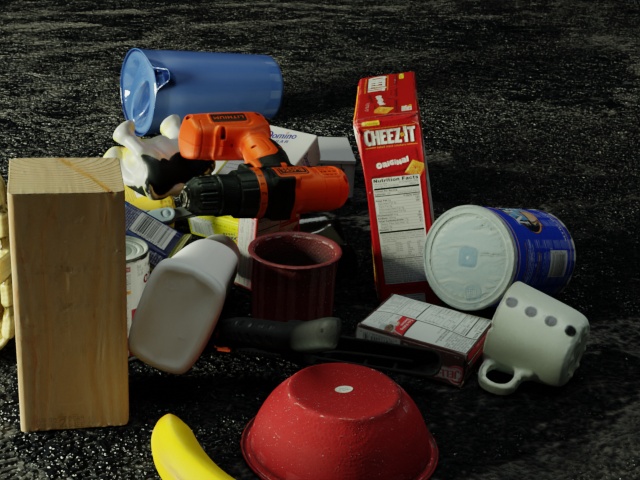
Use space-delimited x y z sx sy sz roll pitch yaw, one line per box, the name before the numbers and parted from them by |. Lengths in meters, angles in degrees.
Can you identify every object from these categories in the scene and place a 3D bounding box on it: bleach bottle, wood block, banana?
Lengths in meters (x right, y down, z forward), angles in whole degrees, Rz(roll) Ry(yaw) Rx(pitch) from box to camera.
bleach bottle | -0.114 0.039 1.019 0.068 0.103 0.250 25 14 -1
wood block | -0.205 0.043 0.878 0.090 0.206 0.091 -2 22 -13
banana | -0.074 0.181 0.789 0.198 0.037 0.069 23 12 38

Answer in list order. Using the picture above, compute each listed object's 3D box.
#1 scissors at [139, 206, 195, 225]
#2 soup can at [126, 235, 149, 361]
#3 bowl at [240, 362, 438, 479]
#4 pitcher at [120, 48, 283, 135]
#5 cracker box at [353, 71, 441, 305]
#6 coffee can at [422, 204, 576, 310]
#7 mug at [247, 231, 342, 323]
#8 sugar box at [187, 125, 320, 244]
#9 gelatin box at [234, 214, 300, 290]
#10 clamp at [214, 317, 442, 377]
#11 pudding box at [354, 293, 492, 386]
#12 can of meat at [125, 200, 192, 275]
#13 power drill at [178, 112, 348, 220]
scissors | -0.181 -0.011 1.206 0.201 0.016 0.096 1 58 -8
soup can | -0.192 0.053 0.992 0.068 0.102 0.068 3 22 -1
bowl | 0.017 0.144 0.861 0.162 0.055 0.162 3 22 -1
pitcher | -0.190 -0.236 1.696 0.242 0.145 0.149 -7 36 -32
cracker box | 0.082 -0.056 1.149 0.072 0.214 0.164 -7 22 6
coffee can | 0.184 0.017 1.089 0.103 0.103 0.140 20 12 36
mug | -0.021 0.042 1.071 0.093 0.081 0.117 16 26 29
sugar box | -0.080 -0.069 1.304 0.093 0.048 0.176 15 47 25
gelatin box | -0.058 0.001 1.155 0.030 0.089 0.073 22 29 34
clamp | -0.007 0.093 0.953 0.210 0.036 0.164 -2 -17 45
pudding box | 0.100 0.093 1.020 0.114 0.039 0.089 16 23 22
can of meat | -0.183 0.013 1.058 0.084 0.102 0.057 31 54 1
power drill | -0.086 -0.078 1.144 0.184 0.057 0.188 -3 30 -29
